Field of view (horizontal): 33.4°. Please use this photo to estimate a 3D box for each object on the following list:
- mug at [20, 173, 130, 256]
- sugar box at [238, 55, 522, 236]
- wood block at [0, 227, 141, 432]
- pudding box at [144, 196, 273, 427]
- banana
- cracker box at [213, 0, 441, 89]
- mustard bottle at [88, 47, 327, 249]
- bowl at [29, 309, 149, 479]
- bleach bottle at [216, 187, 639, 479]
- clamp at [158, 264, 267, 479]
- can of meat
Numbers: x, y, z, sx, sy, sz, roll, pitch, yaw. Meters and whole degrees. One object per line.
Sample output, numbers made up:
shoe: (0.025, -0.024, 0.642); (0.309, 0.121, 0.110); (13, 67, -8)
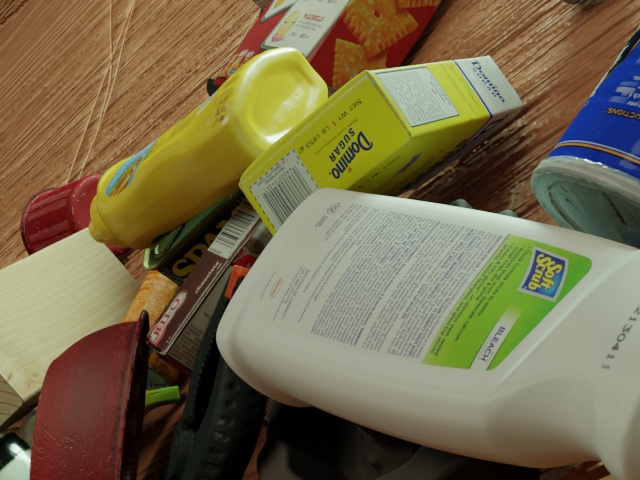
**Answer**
mug: (-0.227, -0.005, 1.026); (0.082, 0.093, 0.117); (-17, 73, 44)
sugar box: (0.040, -0.053, 0.575); (0.093, 0.048, 0.175); (-37, -9, 30)
wood block: (-0.221, 0.073, 0.800); (0.090, 0.091, 0.205); (-41, 0, 22)
pudding box: (-0.033, 0.041, 0.626); (0.113, 0.090, 0.039); (-54, 28, -7)
banana: (-0.183, 0.141, 0.785); (0.198, 0.069, 0.037); (-23, 64, 44)
cracker box: (0.026, -0.188, 0.847); (0.213, 0.072, 0.164); (-56, 26, -10)
mustard bottle: (-0.084, -0.042, 0.652); (0.192, 0.058, 0.096); (-29, 20, 40)
bowl: (-0.139, 0.120, 0.643); (0.162, 0.055, 0.162); (-175, 91, -85)
bleach bottle: (0.059, 0.040, 0.389); (0.102, 0.068, 0.251); (-57, 31, -11)
clamp: (-0.057, 0.117, 0.540); (0.164, 0.036, 0.210); (-112, 38, -64)
can of meat: (-0.055, 0.001, 0.719); (0.102, 0.083, 0.057); (-41, 28, 22)
